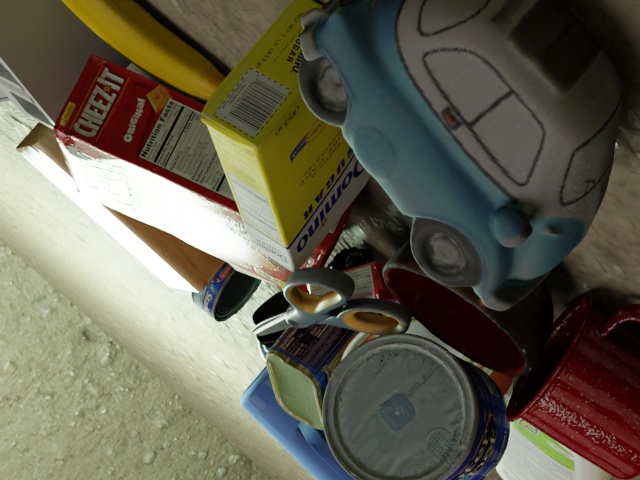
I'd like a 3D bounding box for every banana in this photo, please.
[{"bbox_3d":[-0.141,-0.160,0.733,0.197,0.037,0.070,46,162,-25],"label":"banana"}]

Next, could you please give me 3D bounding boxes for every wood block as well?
[{"bbox_3d":[-0.176,-0.051,1.020,0.206,0.090,0.091,45,162,-22],"label":"wood block"}]

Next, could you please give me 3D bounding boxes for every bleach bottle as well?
[{"bbox_3d":[0.192,0.149,0.826,0.103,0.068,0.251,32,161,19],"label":"bleach bottle"}]

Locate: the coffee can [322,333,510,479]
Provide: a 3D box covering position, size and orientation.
[{"bbox_3d":[0.071,0.125,0.747,0.103,0.103,0.140,31,179,23],"label":"coffee can"}]

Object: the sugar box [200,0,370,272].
[{"bbox_3d":[-0.013,-0.056,0.643,0.048,0.093,0.176,32,164,21],"label":"sugar box"}]

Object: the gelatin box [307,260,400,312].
[{"bbox_3d":[0.045,0.033,0.776,0.073,0.030,0.089,-3,170,-33],"label":"gelatin box"}]

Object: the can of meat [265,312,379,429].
[{"bbox_3d":[0.004,0.095,0.868,0.057,0.083,0.102,26,150,26],"label":"can of meat"}]

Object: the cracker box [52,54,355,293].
[{"bbox_3d":[-0.086,-0.040,0.814,0.213,0.072,0.164,24,165,0],"label":"cracker box"}]

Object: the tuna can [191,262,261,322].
[{"bbox_3d":[-0.094,0.040,1.100,0.034,0.086,0.086,35,164,18],"label":"tuna can"}]

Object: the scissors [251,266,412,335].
[{"bbox_3d":[0.005,0.058,0.763,0.096,0.016,0.202,19,161,-3],"label":"scissors"}]

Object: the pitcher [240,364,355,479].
[{"bbox_3d":[0.018,0.244,1.347,0.243,0.144,0.149,41,144,2],"label":"pitcher"}]

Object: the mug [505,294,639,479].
[{"bbox_3d":[0.179,0.085,0.653,0.081,0.093,0.117,32,128,3],"label":"mug"}]
